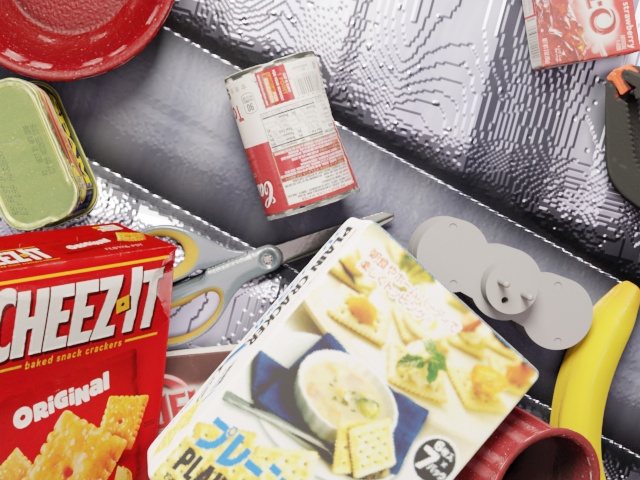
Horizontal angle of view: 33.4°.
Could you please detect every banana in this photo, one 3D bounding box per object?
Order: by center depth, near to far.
[{"bbox_3d":[0.202,0.129,0.789,0.069,0.037,0.198,-3,97,-22],"label":"banana"}]

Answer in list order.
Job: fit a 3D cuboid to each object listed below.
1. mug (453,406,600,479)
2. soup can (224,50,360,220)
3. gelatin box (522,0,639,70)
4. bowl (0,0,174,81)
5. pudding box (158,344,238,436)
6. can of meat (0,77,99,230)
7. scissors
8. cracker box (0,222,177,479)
[{"bbox_3d":[0.140,0.170,0.755,0.093,0.082,0.117,-42,117,-12],"label":"mug"},{"bbox_3d":[-0.020,-0.072,0.736,0.068,0.068,0.102,-18,95,-3],"label":"soup can"},{"bbox_3d":[0.183,-0.172,0.762,0.073,0.030,0.089,-10,96,-4],"label":"gelatin box"},{"bbox_3d":[-0.173,-0.187,0.720,0.162,0.055,0.162,0,95,-5],"label":"bowl"},{"bbox_3d":[-0.073,0.121,0.762,0.113,0.039,0.090,-6,95,-4],"label":"pudding box"},{"bbox_3d":[-0.194,-0.057,0.715,0.057,0.084,0.102,-22,96,-2],"label":"can of meat"},{"bbox_3d":[-0.055,0.001,0.765,0.201,0.016,0.096,-34,96,-1],"label":"scissors"},{"bbox_3d":[-0.176,0.106,0.674,0.072,0.163,0.214,18,107,34],"label":"cracker box"}]
